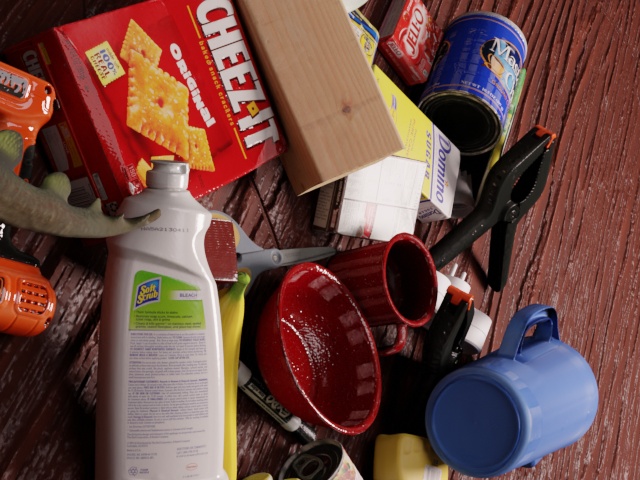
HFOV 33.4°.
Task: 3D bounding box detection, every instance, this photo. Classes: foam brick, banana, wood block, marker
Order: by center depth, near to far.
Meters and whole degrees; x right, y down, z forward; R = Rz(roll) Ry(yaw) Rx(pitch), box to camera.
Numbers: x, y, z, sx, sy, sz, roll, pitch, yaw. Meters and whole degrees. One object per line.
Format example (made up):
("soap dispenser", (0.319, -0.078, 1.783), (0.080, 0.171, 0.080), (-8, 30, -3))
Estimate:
("foam brick", (-0.113, 0.012, 0.865), (0.052, 0.078, 0.051), (7, 77, -49))
("banana", (-0.085, 0.126, 0.882), (0.037, 0.070, 0.198), (4, 84, -10))
("marker", (-0.042, 0.149, 0.961), (0.121, 0.020, 0.020), (47, 48, -32))
("wood block", (-0.014, -0.156, 0.974), (0.090, 0.090, 0.206), (-23, 91, -16))

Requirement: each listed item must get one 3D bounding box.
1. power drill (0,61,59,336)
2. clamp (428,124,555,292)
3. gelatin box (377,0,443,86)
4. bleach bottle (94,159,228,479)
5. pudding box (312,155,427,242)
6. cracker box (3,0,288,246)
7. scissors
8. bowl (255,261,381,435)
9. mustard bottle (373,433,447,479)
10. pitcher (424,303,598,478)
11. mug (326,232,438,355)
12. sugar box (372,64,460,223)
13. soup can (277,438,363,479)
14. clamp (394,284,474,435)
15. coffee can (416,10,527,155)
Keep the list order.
("power drill", (-0.257, -0.037, 0.723), (0.184, 0.057, 0.187), (21, 67, -44))
("clamp", (0.211, -0.032, 1.227), (0.164, 0.036, 0.210), (23, 102, -51))
("gelatin box", (0.103, -0.234, 1.230), (0.073, 0.030, 0.089), (48, 47, -31))
("bleach bottle", (-0.112, 0.067, 0.792), (0.102, 0.068, 0.251), (1, 98, -26))
("pudding box", (0.051, -0.046, 1.078), (0.113, 0.039, 0.090), (7, 95, -42))
("cracker box", (-0.132, -0.111, 0.878), (0.213, 0.072, 0.164), (-33, 107, -50))
("scissors", (-0.056, 0.001, 0.986), (0.201, 0.016, 0.096), (-30, 104, -50))
("bowl", (-0.010, 0.104, 0.968), (0.162, 0.055, 0.162), (40, 38, -41))
("mustard bottle", (0.085, 0.292, 1.047), (0.096, 0.058, 0.191), (31, 57, -49))
("pitcher", (0.201, 0.164, 1.121), (0.149, 0.145, 0.242), (58, 22, 15))
("mug", (0.059, 0.056, 1.058), (0.093, 0.082, 0.117), (8, 74, -49))
("sugar box", (0.087, -0.102, 1.164), (0.176, 0.048, 0.093), (36, 55, -38))
("soup can", (0.016, 0.239, 0.970), (0.102, 0.069, 0.068), (57, 43, -25))
("clamp", (0.129, 0.116, 1.109), (0.120, 0.039, 0.172), (-42, 154, -58))
("coffee can", (0.177, -0.185, 1.249), (0.102, 0.103, 0.140), (48, 48, -32))
